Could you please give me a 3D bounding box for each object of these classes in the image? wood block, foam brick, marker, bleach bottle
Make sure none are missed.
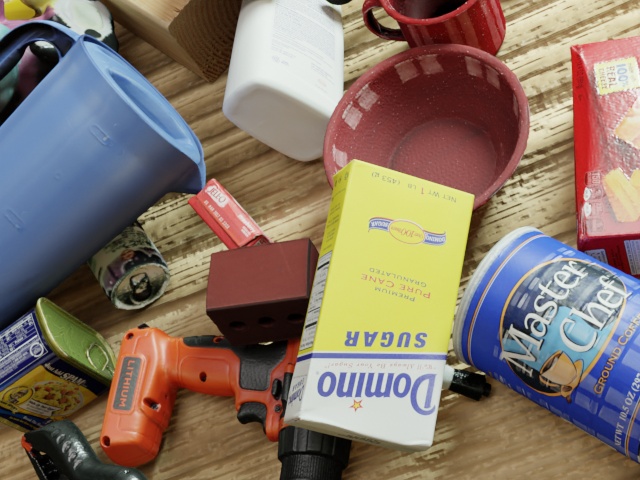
[{"bbox_3d":[-0.156,-0.245,1.010,0.206,0.090,0.091,36,82,35],"label":"wood block"},{"bbox_3d":[-0.036,0.037,0.757,0.078,0.053,0.051,-9,55,16],"label":"foam brick"},{"bbox_3d":[0.059,0.086,0.738,0.121,0.020,0.020,16,67,0],"label":"marker"},{"bbox_3d":[-0.019,-0.193,0.925,0.068,0.102,0.250,-36,36,42],"label":"bleach bottle"}]

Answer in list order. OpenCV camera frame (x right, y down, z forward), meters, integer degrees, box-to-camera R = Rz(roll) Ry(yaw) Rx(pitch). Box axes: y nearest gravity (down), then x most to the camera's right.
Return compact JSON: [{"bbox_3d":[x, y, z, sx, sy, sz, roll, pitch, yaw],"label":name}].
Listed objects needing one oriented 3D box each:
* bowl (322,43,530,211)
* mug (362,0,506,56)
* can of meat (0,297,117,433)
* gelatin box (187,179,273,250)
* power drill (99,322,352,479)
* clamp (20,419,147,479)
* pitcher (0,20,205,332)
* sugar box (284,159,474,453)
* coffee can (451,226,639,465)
[{"bbox_3d":[0.085,-0.070,0.820,0.162,0.055,0.162,-10,61,18],"label":"bowl"},{"bbox_3d":[0.092,-0.186,0.868,0.117,0.081,0.093,-7,60,21],"label":"mug"},{"bbox_3d":[-0.219,0.103,0.836,0.084,0.102,0.057,-34,55,5],"label":"can of meat"},{"bbox_3d":[-0.055,0.001,0.825,0.030,0.089,0.073,-42,54,-2],"label":"gelatin box"},{"bbox_3d":[-0.064,0.127,0.779,0.188,0.057,0.184,-4,57,19],"label":"power drill"},{"bbox_3d":[-0.169,0.176,0.775,0.172,0.039,0.120,38,127,36],"label":"clamp"},{"bbox_3d":[-0.223,-0.041,0.829,0.243,0.144,0.149,-42,55,8],"label":"pitcher"},{"bbox_3d":[0.040,0.044,0.705,0.093,0.048,0.176,15,72,-13],"label":"sugar box"},{"bbox_3d":[0.170,0.065,0.678,0.140,0.102,0.102,29,77,34],"label":"coffee can"}]
